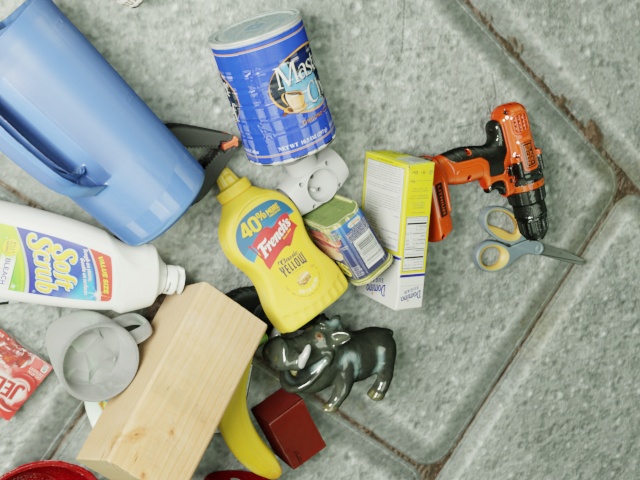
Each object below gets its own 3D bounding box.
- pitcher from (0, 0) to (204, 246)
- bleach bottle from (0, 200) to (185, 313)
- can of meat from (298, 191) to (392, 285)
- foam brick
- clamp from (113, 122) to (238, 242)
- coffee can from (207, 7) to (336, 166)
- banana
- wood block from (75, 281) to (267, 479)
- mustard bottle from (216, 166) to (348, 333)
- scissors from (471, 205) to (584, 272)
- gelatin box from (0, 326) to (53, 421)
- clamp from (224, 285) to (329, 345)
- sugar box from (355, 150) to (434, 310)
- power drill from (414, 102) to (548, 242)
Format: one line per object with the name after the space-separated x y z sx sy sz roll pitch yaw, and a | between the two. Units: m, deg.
-0.229 -0.103 1.008 0.242 0.145 0.149 45 71 -22 | pitcher
-0.257 0.016 1.071 0.250 0.068 0.102 9 102 -24 | bleach bottle
0.025 -0.004 1.232 0.057 0.102 0.084 -40 117 -16 | can of meat
-0.038 0.225 1.286 0.053 0.051 0.078 -33 117 -18 | foam brick
-0.187 -0.072 1.127 0.209 0.036 0.164 -34 118 -14 | clamp
-0.050 -0.164 1.143 0.102 0.103 0.140 -28 116 -22 | coffee can
-0.085 0.196 1.204 0.069 0.037 0.198 -5 118 -3 | banana
-0.151 0.155 1.102 0.090 0.091 0.206 37 64 -23 | wood block
-0.058 0.001 1.189 0.096 0.058 0.191 -36 96 -21 | mustard bottle
0.275 0.023 1.435 0.201 0.016 0.096 33 84 -31 | scissors
-0.333 0.133 1.099 0.073 0.030 0.089 -51 121 -9 | gelatin box
-0.063 0.088 1.243 0.171 0.039 0.120 -35 115 -19 | clamp
0.088 -0.014 1.271 0.048 0.093 0.176 -6 107 -29 | sugar box
0.201 -0.063 1.340 0.187 0.057 0.184 -23 104 -27 | power drill
